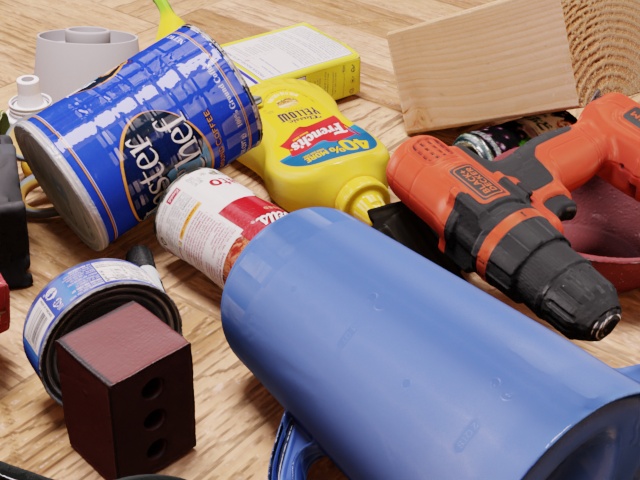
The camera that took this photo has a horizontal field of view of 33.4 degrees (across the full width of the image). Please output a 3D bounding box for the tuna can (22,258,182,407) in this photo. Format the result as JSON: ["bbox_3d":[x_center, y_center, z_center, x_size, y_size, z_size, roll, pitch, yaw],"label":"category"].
[{"bbox_3d":[-0.124,0.054,0.607,0.086,0.086,0.034,-17,37,-28],"label":"tuna can"}]

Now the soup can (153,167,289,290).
[{"bbox_3d":[-0.055,0.001,0.708,0.068,0.068,0.102,-26,43,-36],"label":"soup can"}]

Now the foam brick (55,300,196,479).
[{"bbox_3d":[-0.103,0.083,0.571,0.052,0.078,0.051,-28,45,-36],"label":"foam brick"}]

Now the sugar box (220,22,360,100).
[{"bbox_3d":[-0.059,-0.143,0.952,0.176,0.048,0.093,-23,41,-28],"label":"sugar box"}]

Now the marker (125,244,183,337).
[{"bbox_3d":[-0.107,0.039,0.690,0.020,0.020,0.121,-9,35,-17],"label":"marker"}]

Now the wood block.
[{"bbox_3d":[0.155,-0.145,0.848,0.090,0.091,0.206,-18,9,-30],"label":"wood block"}]

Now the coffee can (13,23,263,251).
[{"bbox_3d":[-0.126,-0.073,0.748,0.140,0.103,0.103,-36,46,-19],"label":"coffee can"}]

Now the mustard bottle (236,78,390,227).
[{"bbox_3d":[-0.002,-0.060,0.816,0.096,0.058,0.192,-15,37,-23],"label":"mustard bottle"}]

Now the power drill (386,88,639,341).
[{"bbox_3d":[0.162,-0.024,0.671,0.187,0.057,0.185,-19,47,-30],"label":"power drill"}]

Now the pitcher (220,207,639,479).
[{"bbox_3d":[0.044,0.083,0.551,0.148,0.145,0.243,-7,29,-36],"label":"pitcher"}]
